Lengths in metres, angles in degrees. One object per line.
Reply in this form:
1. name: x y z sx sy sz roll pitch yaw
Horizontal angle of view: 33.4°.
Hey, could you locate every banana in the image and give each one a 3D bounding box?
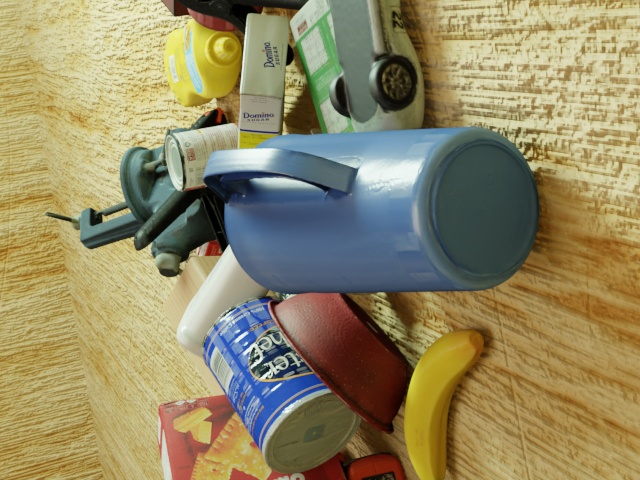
1. banana: 0.101 0.137 0.891 0.070 0.037 0.198 35 137 37

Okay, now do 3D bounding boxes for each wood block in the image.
1. wood block: -0.085 0.119 1.209 0.206 0.090 0.091 54 126 33

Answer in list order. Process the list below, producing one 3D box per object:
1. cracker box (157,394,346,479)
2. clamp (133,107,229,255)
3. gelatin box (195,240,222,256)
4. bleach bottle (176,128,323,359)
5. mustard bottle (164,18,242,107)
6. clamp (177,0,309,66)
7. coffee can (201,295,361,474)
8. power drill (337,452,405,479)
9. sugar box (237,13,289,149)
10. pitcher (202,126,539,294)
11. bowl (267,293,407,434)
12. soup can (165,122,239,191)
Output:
1. cracker box: -0.061 0.241 1.022 0.214 0.164 0.072 -112 22 -49
2. clamp: -0.149 -0.061 1.280 0.036 0.164 0.210 -10 74 44
3. gelatin box: -0.156 -0.017 1.468 0.073 0.030 0.089 117 138 -57
4. bleach bottle: -0.057 0.001 1.063 0.251 0.068 0.102 -59 8 25
5. mustard bottle: -0.135 -0.215 1.262 0.192 0.058 0.096 -178 78 -69
6. clamp: -0.086 -0.230 1.033 0.120 0.171 0.039 108 -173 -58
7. coffee can: -0.038 0.136 1.017 0.140 0.102 0.103 51 147 40
8. power drill: 0.041 0.299 1.094 0.188 0.057 0.184 132 125 -65
9. sugar box: -0.057 -0.133 1.052 0.176 0.048 0.093 106 168 -65
10. pitcher: 0.032 -0.024 0.783 0.243 0.149 0.145 0 113 57
11. bowl: 0.027 0.096 0.959 0.162 0.055 0.162 46 -175 -5
12. soup can: -0.120 -0.098 1.228 0.069 0.102 0.068 167 90 -69
